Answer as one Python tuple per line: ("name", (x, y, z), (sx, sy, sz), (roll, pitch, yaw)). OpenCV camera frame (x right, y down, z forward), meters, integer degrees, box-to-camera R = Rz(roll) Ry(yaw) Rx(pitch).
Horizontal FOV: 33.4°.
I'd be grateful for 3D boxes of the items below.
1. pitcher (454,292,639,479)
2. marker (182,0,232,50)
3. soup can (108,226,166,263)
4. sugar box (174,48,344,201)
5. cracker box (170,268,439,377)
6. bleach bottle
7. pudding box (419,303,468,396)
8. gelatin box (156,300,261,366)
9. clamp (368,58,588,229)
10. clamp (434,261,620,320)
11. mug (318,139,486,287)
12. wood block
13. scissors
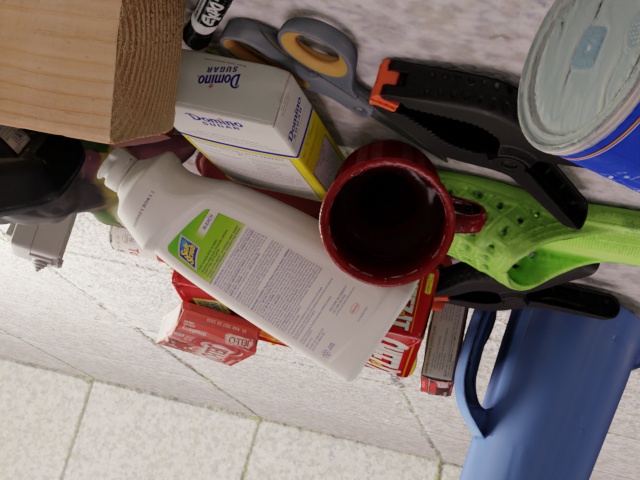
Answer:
("pitcher", (0.206, 0.166, 1.025), (0.149, 0.242, 0.145), (15, 160, 27))
("marker", (-0.062, -0.140, 0.629), (0.020, 0.020, 0.121), (19, 164, -13))
("soup can", (-0.151, -0.011, 1.065), (0.102, 0.068, 0.068), (13, 164, 9))
("sugar box", (-0.046, -0.078, 0.754), (0.093, 0.048, 0.176), (14, 167, 15))
("cracker box", (-0.013, 0.054, 0.943), (0.214, 0.072, 0.164), (14, 163, 5))
("bleach bottle", (-0.055, 0.001, 0.819), (0.251, 0.103, 0.068), (33, -163, 2))
("pudding box", (0.129, 0.098, 1.098), (0.039, 0.113, 0.090), (9, 164, 7))
("gelatin box", (-0.097, 0.082, 0.926), (0.073, 0.030, 0.089), (19, 162, -14))
("clamp", (0.128, -0.060, 0.695), (0.210, 0.036, 0.165), (19, 163, -7))
("clamp", (0.187, 0.045, 0.971), (0.172, 0.039, 0.120), (-4, 147, 33))
("mug", (0.060, -0.024, 0.762), (0.117, 0.093, 0.081), (3, -161, 3))
("wood block", (-0.195, -0.121, 0.637), (0.206, 0.090, 0.090), (11, -167, 13))
("scissors", (0.031, -0.097, 0.695), (0.201, 0.016, 0.096), (23, 165, -25))
